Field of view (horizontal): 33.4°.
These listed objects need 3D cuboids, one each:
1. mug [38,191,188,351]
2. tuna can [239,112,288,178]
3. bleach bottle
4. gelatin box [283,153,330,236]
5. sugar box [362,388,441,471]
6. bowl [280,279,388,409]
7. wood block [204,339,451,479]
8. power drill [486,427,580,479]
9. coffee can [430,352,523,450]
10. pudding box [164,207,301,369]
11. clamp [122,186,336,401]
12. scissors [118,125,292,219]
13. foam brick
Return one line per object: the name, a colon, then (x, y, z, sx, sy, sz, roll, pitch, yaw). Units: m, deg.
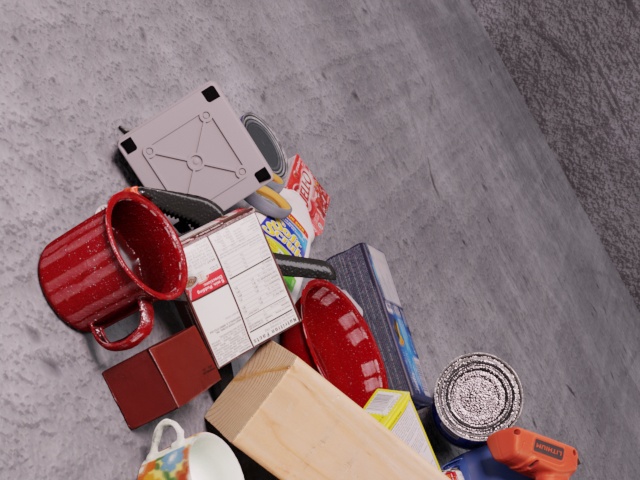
mug: (-0.161, 0.031, 0.829, 0.093, 0.082, 0.117, 22, 45, -57)
tuna can: (-0.075, -0.101, 1.218, 0.086, 0.034, 0.086, 46, 28, -33)
bleach bottle: (-0.057, 0.001, 1.108, 0.102, 0.068, 0.250, 49, 22, -15)
gelatin box: (-0.023, -0.051, 1.276, 0.073, 0.030, 0.089, 52, 24, -21)
sugar box: (0.080, 0.245, 1.066, 0.093, 0.048, 0.176, -47, 127, -41)
bowl: (0.007, 0.123, 1.112, 0.162, 0.055, 0.162, 46, 28, -33)
wood block: (0.014, 0.186, 0.925, 0.206, 0.090, 0.091, 41, -8, -19)
power drill: (0.217, 0.301, 1.145, 0.184, 0.057, 0.187, 23, 56, -27)
coffee can: (0.186, 0.196, 1.286, 0.140, 0.103, 0.103, 73, -4, -74)
pudding box: (-0.078, 0.040, 0.910, 0.089, 0.039, 0.113, -28, 106, -27)
clamp: (-0.089, 0.021, 0.947, 0.164, 0.036, 0.210, -45, 108, -21)
scissors: (-0.103, -0.065, 1.065, 0.201, 0.016, 0.096, 12, 31, -47)
foam brick: (-0.126, 0.109, 0.855, 0.053, 0.051, 0.078, 64, 23, 1)
